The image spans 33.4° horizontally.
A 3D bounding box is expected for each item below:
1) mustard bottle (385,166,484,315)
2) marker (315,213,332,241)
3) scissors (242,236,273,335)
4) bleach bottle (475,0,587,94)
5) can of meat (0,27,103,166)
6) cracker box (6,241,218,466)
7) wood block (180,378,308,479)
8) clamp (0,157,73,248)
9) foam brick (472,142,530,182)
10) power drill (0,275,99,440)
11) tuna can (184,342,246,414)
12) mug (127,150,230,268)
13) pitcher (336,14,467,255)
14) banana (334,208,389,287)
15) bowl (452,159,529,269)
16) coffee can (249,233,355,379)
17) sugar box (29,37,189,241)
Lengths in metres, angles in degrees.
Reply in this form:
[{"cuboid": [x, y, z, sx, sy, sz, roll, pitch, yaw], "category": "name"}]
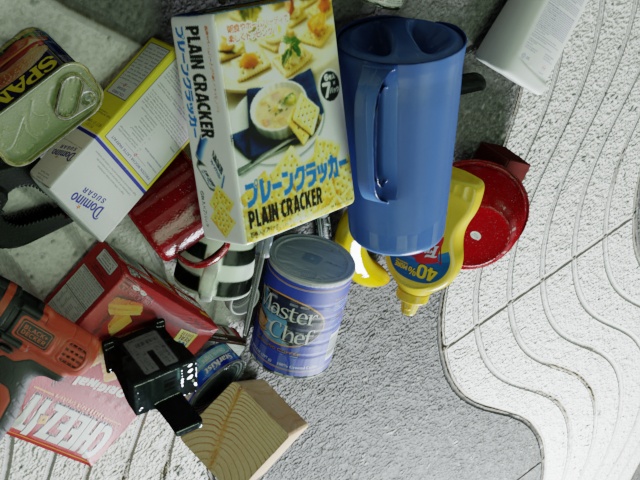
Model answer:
[{"cuboid": [0.129, 0.003, 1.293, 0.058, 0.096, 0.192, -29, 137, -59], "category": "mustard bottle"}, {"cuboid": [0.003, -0.018, 1.270, 0.020, 0.020, 0.121, -28, 136, -22], "category": "marker"}, {"cuboid": [-0.058, 0.001, 1.153, 0.096, 0.016, 0.202, 29, 72, -86], "category": "scissors"}, {"cuboid": [0.284, -0.303, 1.254, 0.102, 0.068, 0.251, 18, 107, -48], "category": "bleach bottle"}, {"cuboid": [-0.250, -0.125, 0.909, 0.102, 0.084, 0.057, -40, 139, -9], "category": "can of meat"}, {"cuboid": [-0.237, 0.125, 1.134, 0.214, 0.072, 0.164, -48, 140, 2], "category": "cracker box"}, {"cuboid": [-0.085, 0.226, 1.263, 0.091, 0.090, 0.206, -46, 171, -1], "category": "wood block"}, {"cuboid": [-0.311, -0.030, 0.964, 0.209, 0.036, 0.164, 16, 103, -50], "category": "clamp"}, {"cuboid": [0.225, -0.081, 1.388, 0.051, 0.053, 0.078, 4, 119, -43], "category": "foam brick"}, {"cuboid": [-0.331, 0.123, 1.011, 0.184, 0.057, 0.188, 35, 94, -19], "category": "power drill"}, {"cuboid": [-0.126, 0.155, 1.202, 0.086, 0.034, 0.086, -41, 161, -17], "category": "tuna can"}, {"cuboid": [-0.139, -0.023, 1.071, 0.081, 0.117, 0.093, -37, 172, -5], "category": "mug"}, {"cuboid": [0.078, -0.103, 1.127, 0.149, 0.145, 0.243, -14, 124, -19], "category": "pitcher"}, {"cuboid": [0.051, 0.011, 1.306, 0.069, 0.037, 0.198, -20, 146, -8], "category": "banana"}, {"cuboid": [0.189, -0.019, 1.345, 0.162, 0.055, 0.162, -2, 123, -3], "category": "bowl"}, {"cuboid": [-0.023, 0.077, 1.259, 0.102, 0.103, 0.140, -12, 129, -35], "category": "coffee can"}, {"cuboid": [-0.182, -0.095, 1.003, 0.176, 0.048, 0.093, -48, 140, -12], "category": "sugar box"}]
